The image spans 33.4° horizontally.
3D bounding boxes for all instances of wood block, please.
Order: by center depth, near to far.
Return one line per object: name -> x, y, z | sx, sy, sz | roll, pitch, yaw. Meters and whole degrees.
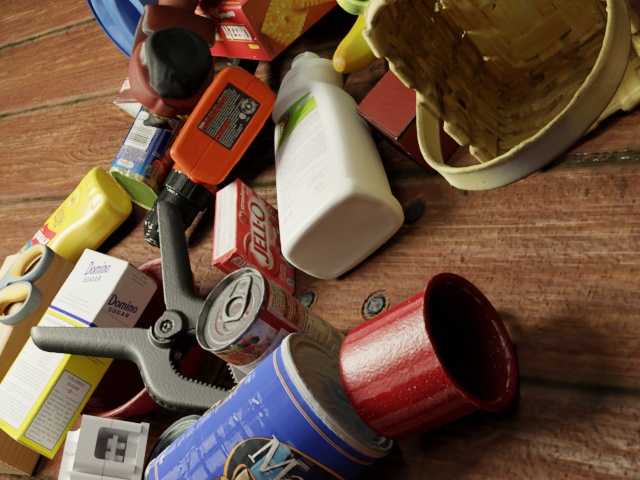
wood block -> -0.304, 0.121, 1.078 | 0.090, 0.090, 0.206 | -9, 52, 45

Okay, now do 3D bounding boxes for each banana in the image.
banana -> 0.048, -0.226, 1.006 | 0.037, 0.069, 0.197 | -28, 46, 48

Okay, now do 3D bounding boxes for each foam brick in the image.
foam brick -> 0.075, -0.099, 0.871 | 0.051, 0.053, 0.078 | -50, 34, 3

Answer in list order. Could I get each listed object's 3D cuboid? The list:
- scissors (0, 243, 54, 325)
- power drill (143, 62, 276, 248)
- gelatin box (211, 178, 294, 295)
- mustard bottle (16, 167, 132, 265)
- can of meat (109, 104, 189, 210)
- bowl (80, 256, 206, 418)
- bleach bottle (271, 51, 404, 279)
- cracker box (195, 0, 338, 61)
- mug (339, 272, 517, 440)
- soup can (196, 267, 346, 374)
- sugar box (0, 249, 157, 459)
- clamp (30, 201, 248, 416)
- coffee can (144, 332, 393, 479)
scissors -> -0.329, 0.046, 1.079 | 0.202, 0.016, 0.096 | 0, 58, 48
power drill -> -0.107, -0.079, 0.997 | 0.184, 0.057, 0.188 | -59, 7, -9
gelatin box -> -0.056, 0.001, 0.913 | 0.030, 0.073, 0.089 | -32, 39, 26
mustard bottle -> -0.295, 0.009, 1.198 | 0.192, 0.058, 0.096 | -46, 32, 10
can of meat -> -0.167, -0.083, 1.098 | 0.057, 0.102, 0.084 | 19, 74, 18
bowl -> -0.151, 0.096, 0.953 | 0.162, 0.055, 0.162 | -30, 40, 29
bleach bottle -> 0.004, -0.087, 0.924 | 0.103, 0.068, 0.251 | -41, 36, 28
cracker box -> -0.034, -0.273, 1.096 | 0.213, 0.072, 0.164 | -43, 31, -21
mug -> 0.072, 0.074, 0.697 | 0.082, 0.093, 0.117 | -31, 8, 35
soup can -> -0.032, 0.074, 0.793 | 0.069, 0.102, 0.068 | -30, 40, 29
sugar box -> -0.221, 0.096, 0.946 | 0.093, 0.048, 0.176 | 14, 67, 53
clamp -> -0.115, 0.066, 0.863 | 0.210, 0.036, 0.164 | 30, 75, 27
coffee can -> -0.035, 0.146, 0.730 | 0.140, 0.102, 0.103 | -43, 35, 13
